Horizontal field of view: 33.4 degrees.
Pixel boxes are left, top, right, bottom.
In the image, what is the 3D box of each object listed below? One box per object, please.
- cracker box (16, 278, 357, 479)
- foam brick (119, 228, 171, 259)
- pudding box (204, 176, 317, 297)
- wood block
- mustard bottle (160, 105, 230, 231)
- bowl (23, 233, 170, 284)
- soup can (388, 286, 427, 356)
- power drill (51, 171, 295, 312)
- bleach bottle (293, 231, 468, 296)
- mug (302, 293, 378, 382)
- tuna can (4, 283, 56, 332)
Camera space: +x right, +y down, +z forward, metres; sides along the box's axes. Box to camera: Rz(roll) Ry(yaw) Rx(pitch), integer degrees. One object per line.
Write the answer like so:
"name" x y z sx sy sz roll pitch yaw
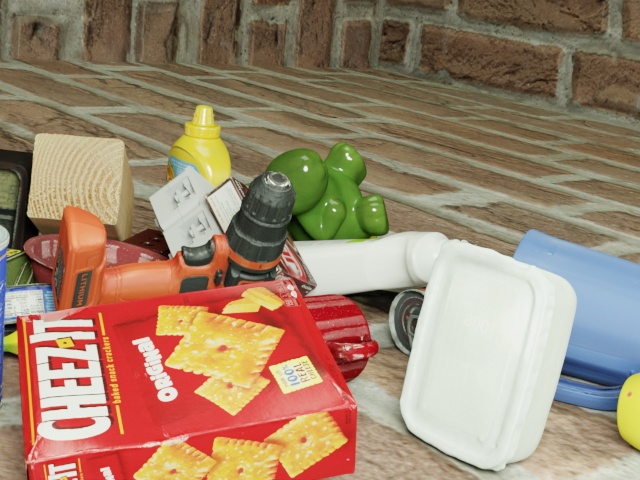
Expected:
"cracker box" -0.099 0.105 0.746 0.213 0.072 0.164 -7 32 -14
"foam brick" -0.183 0.023 1.175 0.053 0.051 0.078 10 15 12
"pudding box" -0.057 0.001 1.031 0.113 0.039 0.090 58 11 22
"wood block" -0.255 -0.044 1.165 0.090 0.090 0.206 4 -11 -6
"mustard bottle" -0.142 -0.059 1.224 0.058 0.192 0.096 -5 19 -36
"bowl" -0.216 0.043 1.057 0.162 0.055 0.162 13 12 -3
"soup can" 0.128 0.077 1.074 0.102 0.068 0.069 -6 20 -41
"power drill" -0.123 0.013 0.893 0.187 0.185 0.057 2 43 -22
"bleach bottle" 0.031 0.026 1.079 0.251 0.068 0.102 -6 5 35
"mug" -0.001 0.089 0.925 0.117 0.093 0.081 -2 1 43
"tuna can" -0.273 0.062 0.961 0.086 0.034 0.086 -8 -8 -1
